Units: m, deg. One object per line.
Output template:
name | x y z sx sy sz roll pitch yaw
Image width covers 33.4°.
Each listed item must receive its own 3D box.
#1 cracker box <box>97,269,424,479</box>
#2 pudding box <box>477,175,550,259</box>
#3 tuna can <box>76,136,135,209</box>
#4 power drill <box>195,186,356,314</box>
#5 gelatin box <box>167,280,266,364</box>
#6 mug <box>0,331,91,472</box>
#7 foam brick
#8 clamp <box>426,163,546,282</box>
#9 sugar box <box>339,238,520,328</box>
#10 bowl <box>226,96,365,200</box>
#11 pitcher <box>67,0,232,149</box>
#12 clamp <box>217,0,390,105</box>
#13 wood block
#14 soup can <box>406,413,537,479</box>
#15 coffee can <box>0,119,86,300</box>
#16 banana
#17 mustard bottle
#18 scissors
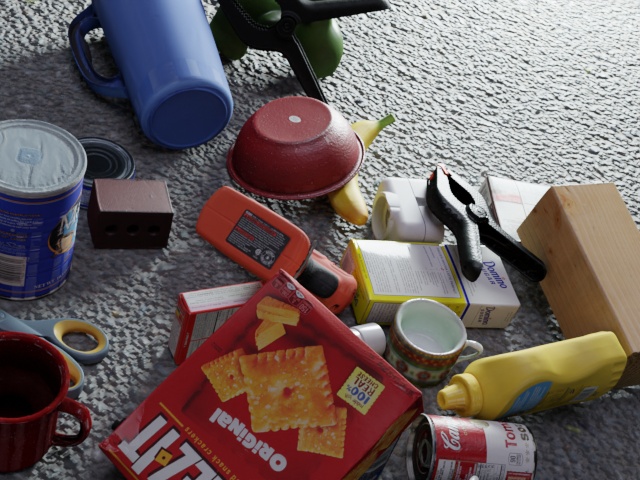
cracker box | -0.046 0.152 0.870 0.213 0.072 0.164 -44 69 -12
pudding box | 0.240 -0.022 1.266 0.090 0.039 0.113 9 45 -15
tuna can | -0.242 -0.073 1.142 0.086 0.034 0.086 11 42 -10
power drill | -0.057 0.001 1.039 0.184 0.057 0.187 31 -1 14
gelatin box | -0.095 0.076 1.008 0.089 0.073 0.030 -9 49 -28
mug | -0.245 0.139 0.878 0.117 0.082 0.093 16 42 -4
foam brick | -0.196 -0.028 1.097 0.078 0.053 0.051 0 45 -20
clamp | 0.159 -0.015 1.154 0.120 0.039 0.172 -1 44 -50
sugar box | 0.116 0.047 1.142 0.176 0.048 0.093 5 43 -21
bowl | -0.030 -0.117 1.218 0.162 0.055 0.162 -2 42 2
pitcher | -0.194 -0.221 1.261 0.144 0.149 0.243 12 41 -37
clamp | -0.039 -0.255 1.313 0.210 0.165 0.036 20 19 -5
wood block | 0.303 0.048 1.147 0.090 0.090 0.206 -5 58 -25
soup can | 0.137 0.196 0.971 0.102 0.069 0.068 8 43 -13
coffee can | -0.278 -0.028 0.999 0.102 0.140 0.103 11 42 -10
banana | 0.038 -0.084 1.241 0.037 0.070 0.197 51 37 -31
mustard bottle | 0.197 0.138 1.034 0.191 0.096 0.058 -8 62 -27
scissors | -0.278 0.071 0.990 0.202 0.016 0.096 40 44 22
